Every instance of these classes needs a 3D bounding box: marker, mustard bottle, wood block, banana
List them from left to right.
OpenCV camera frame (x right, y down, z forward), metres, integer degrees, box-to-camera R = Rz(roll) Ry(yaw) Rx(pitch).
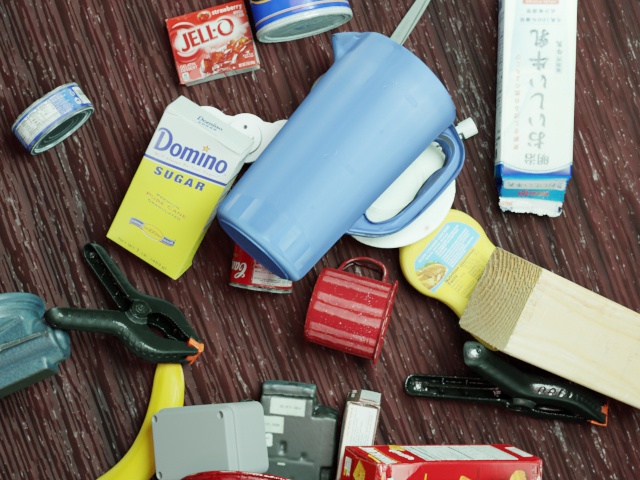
[{"bbox_3d":[-0.197,0.216,1.170,0.069,0.037,0.198,35,93,1],"label":"banana"},{"bbox_3d":[0.112,-0.097,1.154,0.121,0.020,0.020,-27,90,3],"label":"marker"},{"bbox_3d":[0.142,0.023,1.136,0.191,0.058,0.096,40,92,1],"label":"mustard bottle"},{"bbox_3d":[0.256,0.092,1.074,0.205,0.091,0.090,24,93,-26],"label":"wood block"}]

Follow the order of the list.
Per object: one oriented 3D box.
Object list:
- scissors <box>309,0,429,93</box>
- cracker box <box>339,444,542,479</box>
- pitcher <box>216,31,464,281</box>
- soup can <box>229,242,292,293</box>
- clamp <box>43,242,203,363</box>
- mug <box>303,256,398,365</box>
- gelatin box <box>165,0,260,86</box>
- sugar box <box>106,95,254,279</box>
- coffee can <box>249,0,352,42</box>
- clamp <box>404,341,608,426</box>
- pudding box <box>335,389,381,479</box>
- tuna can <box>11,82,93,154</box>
[{"bbox_3d":[0.053,-0.203,1.156,0.096,0.016,0.202,18,92,2],"label":"scissors"},{"bbox_3d":[0.121,0.296,1.091,0.213,0.072,0.164,6,93,-30],"label":"cracker box"},{"bbox_3d":[0.020,-0.073,1.063,0.149,0.145,0.242,33,78,36],"label":"pitcher"},{"bbox_3d":[-0.057,0.001,1.141,0.068,0.068,0.102,8,92,3],"label":"soup can"},{"bbox_3d":[-0.203,0.073,1.149,0.171,0.039,0.120,27,48,-19],"label":"clamp"},{"bbox_3d":[0.035,0.067,1.135,0.081,0.093,0.117,15,61,7],"label":"mug"},{"bbox_3d":[-0.117,-0.213,1.157,0.089,0.030,0.073,-13,91,3],"label":"gelatin box"},{"bbox_3d":[-0.149,-0.053,1.120,0.093,0.048,0.176,31,122,2],"label":"sugar box"},{"bbox_3d":[-0.033,-0.289,1.114,0.103,0.103,0.140,-14,91,3],"label":"coffee can"},{"bbox_3d":[0.206,0.153,1.103,0.210,0.165,0.036,13,68,-6],"label":"clamp"},{"bbox_3d":[0.039,0.220,1.131,0.039,0.090,0.113,7,91,3],"label":"pudding box"},{"bbox_3d":[-0.285,-0.129,1.141,0.086,0.086,0.034,-38,91,3],"label":"tuna can"}]
